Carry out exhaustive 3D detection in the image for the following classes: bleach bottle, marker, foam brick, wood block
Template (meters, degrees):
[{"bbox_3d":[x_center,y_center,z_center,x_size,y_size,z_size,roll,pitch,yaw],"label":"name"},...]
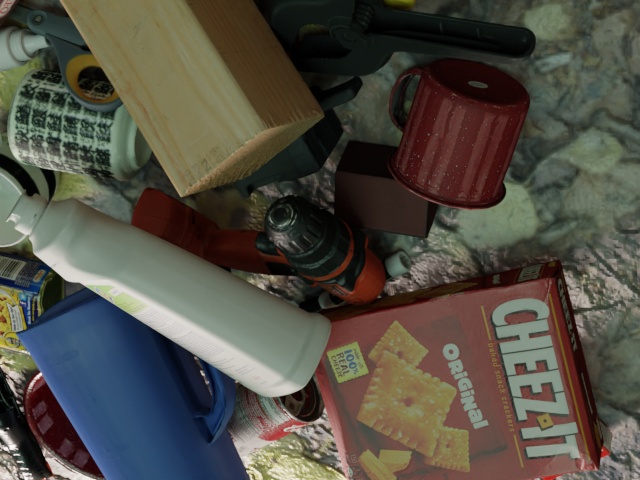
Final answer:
[{"bbox_3d":[-0.121,0.035,0.821,0.250,0.068,0.103,32,155,-16],"label":"bleach bottle"},{"bbox_3d":[0.027,0.042,0.935,0.121,0.020,0.020,-29,110,32],"label":"marker"},{"bbox_3d":[0.053,-0.041,0.850,0.078,0.053,0.051,10,125,13],"label":"foam brick"},{"bbox_3d":[-0.100,-0.146,0.762,0.090,0.090,0.206,-35,84,32],"label":"wood block"}]

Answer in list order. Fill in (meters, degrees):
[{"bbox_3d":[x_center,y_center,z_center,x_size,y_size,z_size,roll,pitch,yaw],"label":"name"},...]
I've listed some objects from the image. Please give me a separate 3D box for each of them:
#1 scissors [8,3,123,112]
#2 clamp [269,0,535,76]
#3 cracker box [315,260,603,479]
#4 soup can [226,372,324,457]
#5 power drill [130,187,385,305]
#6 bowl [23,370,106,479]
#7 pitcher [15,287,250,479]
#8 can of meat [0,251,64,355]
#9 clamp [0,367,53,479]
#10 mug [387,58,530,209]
[{"bbox_3d":[-0.222,-0.156,0.852,0.202,0.096,0.016,9,162,10],"label":"scissors"},{"bbox_3d":[0.036,-0.151,0.743,0.164,0.036,0.210,31,158,-21],"label":"clamp"},{"bbox_3d":[0.110,0.121,0.886,0.214,0.072,0.164,-13,97,20],"label":"cracker box"},{"bbox_3d":[-0.055,0.158,1.009,0.102,0.068,0.068,-32,108,33],"label":"soup can"},{"bbox_3d":[-0.056,0.001,0.854,0.188,0.057,0.184,10,165,25],"label":"power drill"},{"bbox_3d":[-0.215,0.170,1.077,0.162,0.055,0.162,9,125,13],"label":"bowl"},{"bbox_3d":[-0.148,0.147,0.944,0.243,0.145,0.149,63,165,-6],"label":"pitcher"},{"bbox_3d":[-0.296,0.061,1.031,0.084,0.057,0.102,14,126,6],"label":"can of meat"},{"bbox_3d":[-0.324,0.191,1.122,0.039,0.120,0.171,-17,139,-12],"label":"clamp"},{"bbox_3d":[0.097,-0.087,0.792,0.117,0.093,0.082,41,130,36],"label":"mug"}]
